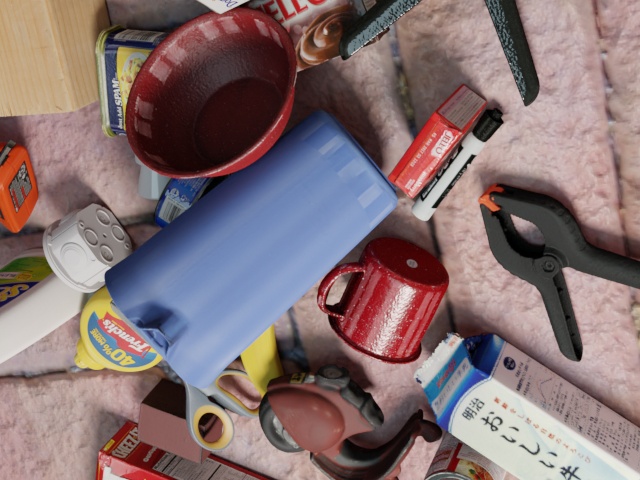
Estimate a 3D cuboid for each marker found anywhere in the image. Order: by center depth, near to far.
[{"bbox_3d":[0.118,-0.065,0.917,0.020,0.020,0.121,38,122,3],"label":"marker"}]

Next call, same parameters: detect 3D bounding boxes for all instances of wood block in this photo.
[{"bbox_3d":[-0.258,-0.225,0.963,0.091,0.090,0.206,0,113,24],"label":"wood block"}]

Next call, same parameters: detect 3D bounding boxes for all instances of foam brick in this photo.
[{"bbox_3d":[-0.147,0.191,1.128,0.078,0.053,0.051,19,119,15],"label":"foam brick"}]

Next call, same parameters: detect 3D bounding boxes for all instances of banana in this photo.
[{"bbox_3d":[-0.050,0.076,1.043,0.070,0.037,0.198,21,119,13],"label":"banana"}]

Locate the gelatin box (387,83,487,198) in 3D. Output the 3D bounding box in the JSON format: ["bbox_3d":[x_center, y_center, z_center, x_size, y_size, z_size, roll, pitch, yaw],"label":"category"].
[{"bbox_3d":[0.097,-0.082,0.877,0.030,0.089,0.073,38,122,3],"label":"gelatin box"}]

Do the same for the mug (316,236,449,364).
[{"bbox_3d":[0.053,0.048,0.950,0.117,0.093,0.082,12,118,-22],"label":"mug"}]

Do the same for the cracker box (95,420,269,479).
[{"bbox_3d":[-0.145,0.316,1.174,0.214,0.072,0.164,19,119,15],"label":"cracker box"}]

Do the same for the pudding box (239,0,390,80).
[{"bbox_3d":[-0.009,-0.196,0.900,0.114,0.039,0.090,-15,106,28],"label":"pudding box"}]

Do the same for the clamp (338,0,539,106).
[{"bbox_3d":[0.124,-0.211,0.829,0.164,0.036,0.210,20,110,-4],"label":"clamp"}]

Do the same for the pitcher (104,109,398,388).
[{"bbox_3d":[-0.056,0.001,0.927,0.243,0.145,0.149,-40,51,3],"label":"pitcher"}]

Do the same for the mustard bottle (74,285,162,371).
[{"bbox_3d":[-0.190,0.083,1.093,0.192,0.058,0.096,-34,110,32],"label":"mustard bottle"}]

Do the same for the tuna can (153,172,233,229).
[{"bbox_3d":[-0.117,-0.042,0.990,0.034,0.086,0.086,32,121,8],"label":"tuna can"}]

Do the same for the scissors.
[{"bbox_3d":[-0.142,0.142,1.058,0.201,0.016,0.096,29,85,-26],"label":"scissors"}]

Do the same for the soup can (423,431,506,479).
[{"bbox_3d":[0.136,0.215,0.990,0.069,0.102,0.068,9,116,19],"label":"soup can"}]

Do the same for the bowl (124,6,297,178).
[{"bbox_3d":[-0.081,-0.113,0.891,0.162,0.162,0.055,-5,154,25],"label":"bowl"}]

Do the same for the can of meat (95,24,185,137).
[{"bbox_3d":[-0.153,-0.142,0.976,0.084,0.057,0.102,8,116,18],"label":"can of meat"}]

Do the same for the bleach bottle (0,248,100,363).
[{"bbox_3d":[-0.323,0.086,1.038,0.103,0.250,0.068,3,114,22],"label":"bleach bottle"}]

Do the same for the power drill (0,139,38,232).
[{"bbox_3d":[-0.385,-0.072,1.082,0.187,0.057,0.184,19,153,4],"label":"power drill"}]

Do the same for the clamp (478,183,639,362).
[{"bbox_3d":[0.209,0.013,0.904,0.120,0.039,0.171,-37,95,30],"label":"clamp"}]
